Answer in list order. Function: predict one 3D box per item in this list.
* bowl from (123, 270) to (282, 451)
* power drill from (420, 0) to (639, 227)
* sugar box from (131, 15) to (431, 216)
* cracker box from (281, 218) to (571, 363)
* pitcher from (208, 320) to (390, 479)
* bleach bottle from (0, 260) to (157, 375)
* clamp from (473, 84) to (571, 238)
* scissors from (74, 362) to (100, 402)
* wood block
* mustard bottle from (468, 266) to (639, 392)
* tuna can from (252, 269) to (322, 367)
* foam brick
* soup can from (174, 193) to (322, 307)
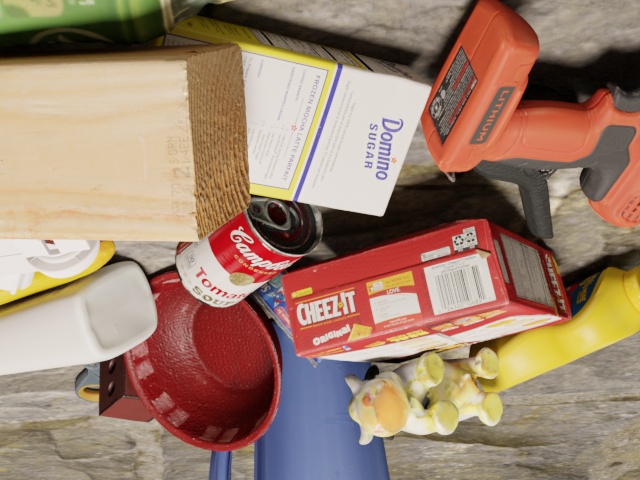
[{"bbox_3d":[-0.090,0.095,0.912,0.162,0.162,0.055,-27,-179,34],"label":"bowl"},{"bbox_3d":[0.169,-0.090,0.646,0.187,0.057,0.185,9,131,-22],"label":"power drill"},{"bbox_3d":[-0.030,-0.075,0.641,0.176,0.048,0.093,9,114,-27],"label":"sugar box"},{"bbox_3d":[0.090,0.045,0.842,0.164,0.072,0.213,-17,167,22],"label":"cracker box"},{"bbox_3d":[-0.011,0.191,0.963,0.145,0.243,0.149,-16,150,18],"label":"pitcher"},{"bbox_3d":[-0.266,0.080,0.893,0.251,0.068,0.102,-13,-171,26],"label":"bleach bottle"},{"bbox_3d":[0.163,-0.066,0.736,0.120,0.039,0.171,-35,139,20],"label":"clamp"},{"bbox_3d":[-0.233,0.123,1.038,0.096,0.016,0.201,-19,148,24],"label":"scissors"},{"bbox_3d":[-0.149,-0.053,0.556,0.206,0.090,0.090,1,-166,14],"label":"wood block"},{"bbox_3d":[0.225,0.071,0.946,0.192,0.058,0.096,-30,-172,36],"label":"mustard bottle"},{"bbox_3d":[-0.020,0.062,0.888,0.033,0.086,0.086,-40,148,-4],"label":"tuna can"},{"bbox_3d":[-0.169,0.120,0.979,0.051,0.078,0.053,15,144,-31],"label":"foam brick"},{"bbox_3d":[-0.055,0.001,0.791,0.068,0.068,0.102,16,146,-33],"label":"soup can"}]
